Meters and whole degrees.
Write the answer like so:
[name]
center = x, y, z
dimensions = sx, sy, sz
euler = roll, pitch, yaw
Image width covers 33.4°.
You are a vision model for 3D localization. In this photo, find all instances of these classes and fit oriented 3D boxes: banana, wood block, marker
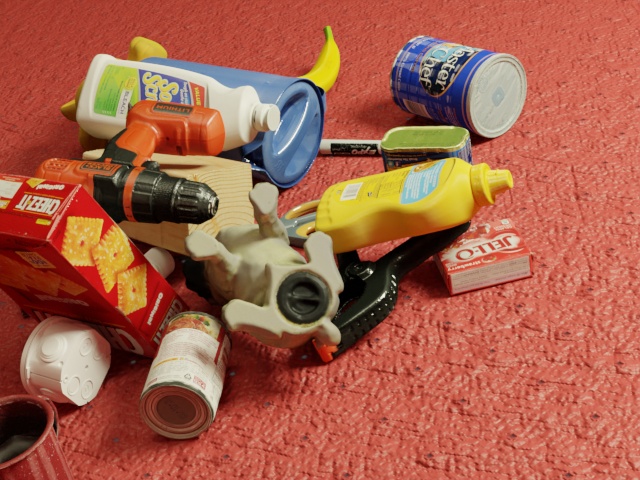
[banana]
center = -0.016, -0.230, 1.495
dimensions = 0.037, 0.069, 0.197
euler = -30, 16, 39
[wood block]
center = -0.175, -0.050, 1.205
dimensions = 0.090, 0.091, 0.206
euler = -15, 21, -40
[marker]
center = 0.057, -0.117, 1.331
dimensions = 0.121, 0.020, 0.020
euler = 3, 35, 24

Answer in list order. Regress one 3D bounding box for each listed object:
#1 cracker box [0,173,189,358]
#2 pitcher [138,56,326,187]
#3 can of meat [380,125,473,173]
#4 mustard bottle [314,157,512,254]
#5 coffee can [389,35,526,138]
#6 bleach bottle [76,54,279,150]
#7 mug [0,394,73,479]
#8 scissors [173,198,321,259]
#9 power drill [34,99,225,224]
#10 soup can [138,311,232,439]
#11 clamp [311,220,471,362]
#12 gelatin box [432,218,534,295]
[cracker box]
center = -0.249, 0.025, 1.027
dimensions = 0.164, 0.213, 0.072
euler = 9, 59, 31
[pitcher]
center = -0.120, -0.161, 1.332
dimensions = 0.243, 0.149, 0.145
euler = 17, 86, 28
[can of meat]
center = 0.120, -0.079, 1.186
dimensions = 0.102, 0.084, 0.057
euler = 1, 34, 22
[mustard bottle]
center = 0.094, -0.040, 1.046
dimensions = 0.192, 0.058, 0.096
euler = -13, 26, 25
[coffee can]
center = 0.171, -0.194, 1.334
dimensions = 0.102, 0.103, 0.141
euler = -32, 36, -28
[bleach bottle]
center = -0.160, -0.158, 1.237
dimensions = 0.251, 0.068, 0.102
euler = 8, 75, 27
[mug]
center = -0.254, 0.183, 0.906
dimensions = 0.093, 0.081, 0.117
euler = -3, 33, 16
[scissors]
center = -0.058, 0.001, 1.188
dimensions = 0.201, 0.016, 0.096
euler = -24, 33, -17
[power drill]
center = -0.162, -0.077, 1.054
dimensions = 0.184, 0.057, 0.187
euler = 10, 30, 14
[soup can]
center = -0.121, 0.122, 0.970
dimensions = 0.068, 0.068, 0.102
euler = -6, 33, 10
[clamp]
center = 0.054, 0.036, 1.053
dimensions = 0.165, 0.036, 0.209
euler = -10, 33, 32
[gelatin box]
center = 0.162, 0.015, 1.073
dimensions = 0.089, 0.030, 0.073
euler = -14, 31, -1
